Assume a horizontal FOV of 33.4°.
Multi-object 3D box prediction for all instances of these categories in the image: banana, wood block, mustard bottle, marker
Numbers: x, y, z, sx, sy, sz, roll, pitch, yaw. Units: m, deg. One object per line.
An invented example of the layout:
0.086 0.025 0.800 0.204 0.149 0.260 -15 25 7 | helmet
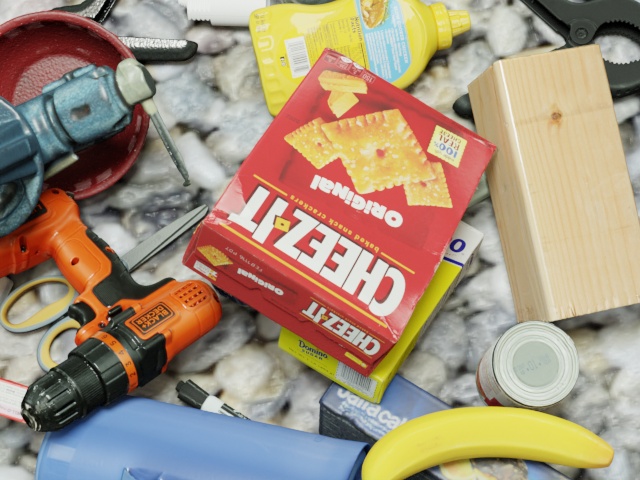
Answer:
0.112 0.154 0.782 0.197 0.037 0.069 -11 59 -9 | banana
0.193 -0.043 0.867 0.090 0.090 0.206 -11 86 -8 | wood block
0.038 -0.174 0.939 0.191 0.058 0.096 -13 99 -2 | mustard bottle
-0.069 0.152 0.886 0.121 0.020 0.020 31 79 9 | marker

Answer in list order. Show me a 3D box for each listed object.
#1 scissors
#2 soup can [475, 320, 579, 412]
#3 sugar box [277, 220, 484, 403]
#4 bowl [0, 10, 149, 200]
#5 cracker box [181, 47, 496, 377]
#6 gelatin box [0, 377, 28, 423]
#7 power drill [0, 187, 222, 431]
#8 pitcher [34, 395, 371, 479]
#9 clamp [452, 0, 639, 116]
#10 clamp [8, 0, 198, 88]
-0.176 0.047 0.918 0.201 0.016 0.096 -21 79 -4 | scissors
0.163 0.104 0.848 0.068 0.102 0.068 0 76 1 | soup can
0.052 0.038 0.862 0.093 0.048 0.176 29 57 13 | sugar box
-0.226 -0.116 0.923 0.162 0.055 0.162 -1 100 -4 | bowl
0.021 -0.030 0.818 0.164 0.072 0.213 31 54 0 | cracker box
-0.265 0.126 0.871 0.089 0.073 0.030 15 77 5 | gelatin box
-0.199 0.050 0.842 0.188 0.057 0.184 39 47 21 | power drill
-0.090 0.190 0.806 0.243 0.149 0.144 12 41 13 | pitcher
0.225 -0.186 0.951 0.210 0.036 0.164 2 77 6 | clamp
-0.208 -0.195 0.966 0.171 0.039 0.120 -20 78 -3 | clamp
